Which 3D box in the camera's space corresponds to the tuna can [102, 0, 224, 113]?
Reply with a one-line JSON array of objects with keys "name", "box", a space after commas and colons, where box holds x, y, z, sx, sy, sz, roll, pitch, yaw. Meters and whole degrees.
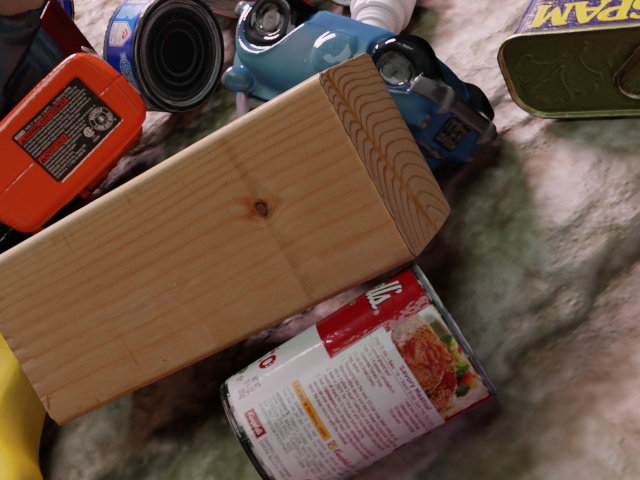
[{"name": "tuna can", "box": [-0.108, -0.132, 0.745, 0.034, 0.086, 0.086, 11, 57, 40]}]

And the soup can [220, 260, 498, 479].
[{"name": "soup can", "box": [0.016, 0.064, 0.466, 0.102, 0.068, 0.068, -32, 38, 3]}]

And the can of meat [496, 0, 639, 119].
[{"name": "can of meat", "box": [0.156, -0.113, 0.559, 0.102, 0.057, 0.083, 3, 49, 37]}]

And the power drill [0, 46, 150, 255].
[{"name": "power drill", "box": [-0.176, -0.034, 0.654, 0.184, 0.057, 0.188, -51, 9, -15]}]

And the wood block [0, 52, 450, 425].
[{"name": "wood block", "box": [-0.053, 0.001, 0.522, 0.206, 0.091, 0.090, -26, 7, 22]}]
